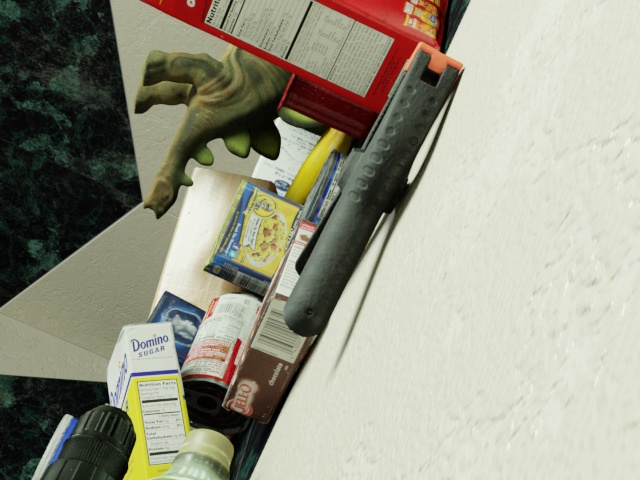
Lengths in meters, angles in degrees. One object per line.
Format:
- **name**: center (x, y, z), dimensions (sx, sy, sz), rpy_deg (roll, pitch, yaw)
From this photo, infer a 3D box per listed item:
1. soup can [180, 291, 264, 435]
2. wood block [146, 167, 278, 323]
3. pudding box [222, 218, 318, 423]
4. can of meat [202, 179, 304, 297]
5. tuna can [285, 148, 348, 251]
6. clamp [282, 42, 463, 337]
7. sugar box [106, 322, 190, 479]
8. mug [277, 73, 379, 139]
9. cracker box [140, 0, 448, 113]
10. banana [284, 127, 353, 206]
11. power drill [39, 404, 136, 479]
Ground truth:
- **soup can**: center (-0.077, 0.100, 0.884), dimensions (0.102, 0.068, 0.069), rpy_deg (-71, 7, -46)
- **wood block**: center (-0.110, 0.040, 1.116), dimensions (0.091, 0.090, 0.206), rpy_deg (75, -152, -69)
- **pudding box**: center (-0.025, 0.055, 0.727), dimensions (0.090, 0.039, 0.114), rpy_deg (-73, 8, -53)
- **can of meat**: center (-0.057, 0.001, 1.035), dimensions (0.057, 0.084, 0.102), rpy_deg (125, 167, -64)
- **tuna can**: center (0.007, -0.021, 0.776), dimensions (0.086, 0.033, 0.086), rpy_deg (-157, 91, -85)
- **clamp**: center (0.026, -0.030, 0.613), dimensions (0.171, 0.039, 0.120), rpy_deg (-59, 10, 4)
- **sugar box**: center (-0.127, 0.160, 0.808), dimensions (0.093, 0.048, 0.176), rpy_deg (121, 139, -53)
- **mug**: center (0.022, -0.151, 0.933), dimensions (0.093, 0.081, 0.117), rpy_deg (156, 138, -82)
- **cracker box**: center (-0.017, -0.185, 0.759), dimensions (0.164, 0.213, 0.072), rpy_deg (-74, 9, -56)
- **banana**: center (-0.010, -0.060, 1.090), dimensions (0.198, 0.037, 0.069), rpy_deg (126, 167, -65)
- **power drill**: center (-0.146, 0.222, 0.669), dimensions (0.184, 0.057, 0.187), rpy_deg (-70, -23, -45)
